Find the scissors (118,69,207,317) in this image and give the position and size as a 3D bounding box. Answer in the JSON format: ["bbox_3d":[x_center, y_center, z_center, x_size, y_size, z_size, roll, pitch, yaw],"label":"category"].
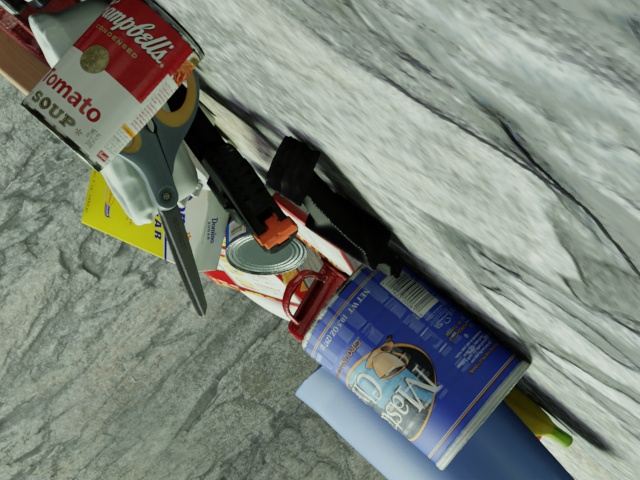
[{"bbox_3d":[-0.100,-0.050,0.764,0.201,0.096,0.016,59,162,-24],"label":"scissors"}]

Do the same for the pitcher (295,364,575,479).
[{"bbox_3d":[0.107,0.168,0.937,0.243,0.149,0.145,45,139,8],"label":"pitcher"}]

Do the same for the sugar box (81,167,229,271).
[{"bbox_3d":[-0.180,-0.036,1.160,0.176,0.093,0.048,21,-166,35],"label":"sugar box"}]

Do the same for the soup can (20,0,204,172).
[{"bbox_3d":[-0.134,-0.103,0.686,0.068,0.102,0.068,41,175,4],"label":"soup can"}]

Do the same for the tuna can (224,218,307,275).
[{"bbox_3d":[-0.057,0.001,1.119,0.086,0.086,0.034,47,-147,-51],"label":"tuna can"}]

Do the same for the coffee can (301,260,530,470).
[{"bbox_3d":[0.071,0.088,0.808,0.140,0.103,0.103,40,175,13],"label":"coffee can"}]

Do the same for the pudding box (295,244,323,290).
[{"bbox_3d":[0.014,0.062,1.213,0.114,0.039,0.090,56,-175,35],"label":"pudding box"}]

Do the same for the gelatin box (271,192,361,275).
[{"bbox_3d":[0.005,-0.010,0.864,0.073,0.030,0.089,37,173,22],"label":"gelatin box"}]

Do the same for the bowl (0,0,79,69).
[{"bbox_3d":[-0.261,-0.213,0.925,0.162,0.055,0.162,38,173,5],"label":"bowl"}]

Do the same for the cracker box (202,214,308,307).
[{"bbox_3d":[-0.103,-0.005,1.268,0.164,0.072,0.213,14,159,34],"label":"cracker box"}]

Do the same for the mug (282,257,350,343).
[{"bbox_3d":[0.011,0.071,1.081,0.117,0.081,0.093,28,-175,-34],"label":"mug"}]

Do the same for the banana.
[{"bbox_3d":[0.151,0.140,1.023,0.198,0.037,0.069,35,170,48],"label":"banana"}]

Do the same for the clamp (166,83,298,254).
[{"bbox_3d":[-0.072,-0.052,0.817,0.164,0.036,0.210,57,175,-25],"label":"clamp"}]
